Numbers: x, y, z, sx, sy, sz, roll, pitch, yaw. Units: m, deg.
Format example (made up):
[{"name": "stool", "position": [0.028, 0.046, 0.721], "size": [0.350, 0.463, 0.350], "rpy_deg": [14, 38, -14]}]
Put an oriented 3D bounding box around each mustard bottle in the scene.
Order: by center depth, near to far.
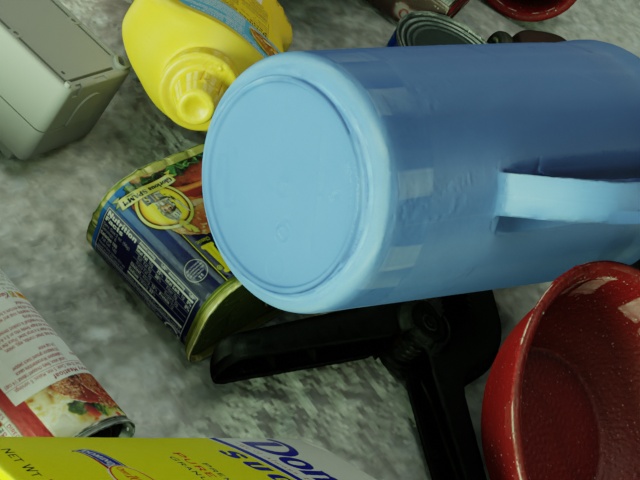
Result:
[{"name": "mustard bottle", "position": [-0.062, -0.108, 0.593], "size": [0.096, 0.058, 0.191], "rpy_deg": [35, 21, -18]}]

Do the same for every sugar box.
[{"name": "sugar box", "position": [-0.036, 0.106, 0.386], "size": [0.093, 0.048, 0.175], "rpy_deg": [23, 9, 39]}]

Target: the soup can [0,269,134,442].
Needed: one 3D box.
[{"name": "soup can", "position": [-0.132, 0.059, 0.426], "size": [0.102, 0.069, 0.068], "rpy_deg": [46, 43, 16]}]

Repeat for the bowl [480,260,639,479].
[{"name": "bowl", "position": [0.128, 0.093, 0.511], "size": [0.161, 0.055, 0.162], "rpy_deg": [10, 73, -37]}]

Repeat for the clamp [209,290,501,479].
[{"name": "clamp", "position": [0.053, 0.061, 0.555], "size": [0.164, 0.036, 0.209], "rpy_deg": [44, 39, 0]}]

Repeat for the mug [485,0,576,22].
[{"name": "mug", "position": [0.168, -0.241, 0.883], "size": [0.117, 0.093, 0.081], "rpy_deg": [13, 34, 15]}]

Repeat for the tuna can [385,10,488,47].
[{"name": "tuna can", "position": [0.085, -0.121, 0.751], "size": [0.086, 0.034, 0.086], "rpy_deg": [16, 44, -17]}]

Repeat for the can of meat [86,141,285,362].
[{"name": "can of meat", "position": [-0.053, 0.001, 0.538], "size": [0.084, 0.058, 0.101], "rpy_deg": [44, 42, 17]}]

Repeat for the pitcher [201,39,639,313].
[{"name": "pitcher", "position": [0.073, -0.033, 0.508], "size": [0.242, 0.149, 0.145], "rpy_deg": [-9, 63, -46]}]
